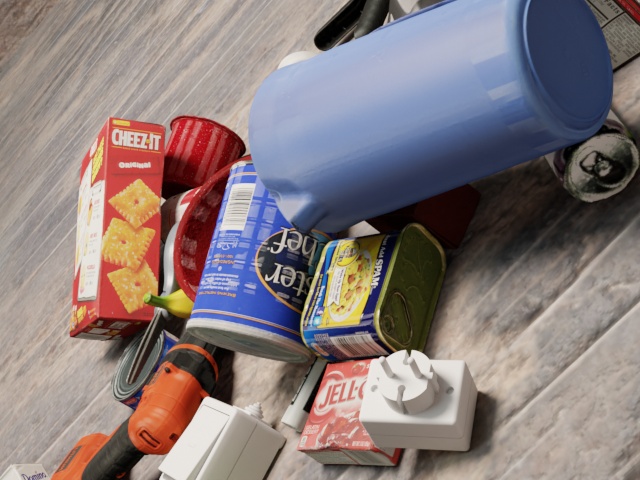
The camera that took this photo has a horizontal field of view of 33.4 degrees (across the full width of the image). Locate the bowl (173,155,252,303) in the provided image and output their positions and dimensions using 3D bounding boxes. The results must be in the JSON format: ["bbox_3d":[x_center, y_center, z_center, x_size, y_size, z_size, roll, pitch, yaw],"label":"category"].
[{"bbox_3d":[-0.056,0.001,0.990,0.162,0.055,0.162,-16,57,26],"label":"bowl"}]

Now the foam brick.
[{"bbox_3d":[0.078,-0.028,0.847,0.078,0.053,0.051,3,61,58],"label":"foam brick"}]

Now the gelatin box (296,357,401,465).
[{"bbox_3d":[0.028,0.124,0.776,0.089,0.030,0.073,-14,47,51],"label":"gelatin box"}]

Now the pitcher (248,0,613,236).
[{"bbox_3d":[0.075,-0.101,0.739,0.243,0.144,0.149,-16,88,47],"label":"pitcher"}]

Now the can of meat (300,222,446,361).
[{"bbox_3d":[0.038,0.042,0.810,0.084,0.057,0.102,-10,50,42],"label":"can of meat"}]

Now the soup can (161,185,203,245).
[{"bbox_3d":[-0.123,-0.024,1.142,0.102,0.068,0.068,-13,48,52],"label":"soup can"}]

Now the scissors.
[{"bbox_3d":[-0.140,0.072,1.043,0.016,0.096,0.201,-8,52,24],"label":"scissors"}]

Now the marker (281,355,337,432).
[{"bbox_3d":[0.004,0.096,0.857,0.020,0.020,0.121,3,61,59],"label":"marker"}]

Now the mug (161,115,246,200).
[{"bbox_3d":[-0.143,-0.080,1.228,0.117,0.093,0.081,110,178,-68],"label":"mug"}]

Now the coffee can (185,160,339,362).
[{"bbox_3d":[-0.042,0.019,0.870,0.103,0.102,0.140,-8,64,55],"label":"coffee can"}]

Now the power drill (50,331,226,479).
[{"bbox_3d":[-0.164,0.165,0.979,0.188,0.057,0.184,-46,7,26],"label":"power drill"}]

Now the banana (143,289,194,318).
[{"bbox_3d":[-0.096,0.014,1.053,0.037,0.069,0.197,-15,30,42],"label":"banana"}]

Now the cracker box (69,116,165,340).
[{"bbox_3d":[-0.221,-0.006,1.166,0.164,0.072,0.213,151,123,-64],"label":"cracker box"}]

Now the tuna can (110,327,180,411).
[{"bbox_3d":[-0.174,0.131,1.083,0.086,0.033,0.086,-38,31,28],"label":"tuna can"}]

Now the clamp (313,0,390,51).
[{"bbox_3d":[0.059,-0.271,1.168,0.120,0.039,0.171,9,60,55],"label":"clamp"}]
